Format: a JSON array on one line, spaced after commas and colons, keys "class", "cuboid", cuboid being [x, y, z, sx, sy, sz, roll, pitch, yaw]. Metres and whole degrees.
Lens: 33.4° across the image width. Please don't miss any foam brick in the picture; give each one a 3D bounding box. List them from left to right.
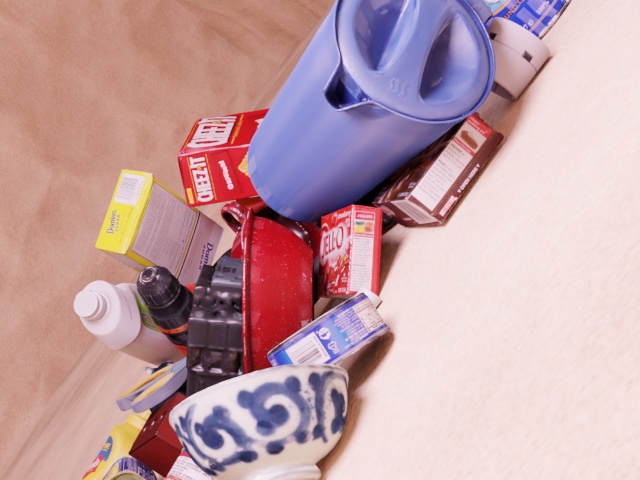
[{"class": "foam brick", "cuboid": [-0.144, 0.193, 1.046, 0.078, 0.051, 0.053, -40, 17, 50]}]

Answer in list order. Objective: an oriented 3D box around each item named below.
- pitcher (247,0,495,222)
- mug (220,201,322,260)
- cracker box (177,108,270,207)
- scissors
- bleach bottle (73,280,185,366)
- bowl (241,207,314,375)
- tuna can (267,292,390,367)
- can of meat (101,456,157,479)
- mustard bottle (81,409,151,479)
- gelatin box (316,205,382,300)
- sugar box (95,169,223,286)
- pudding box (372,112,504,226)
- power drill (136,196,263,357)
[{"class": "pitcher", "cuboid": [0.035, -0.110, 0.881, 0.243, 0.149, 0.145, 138, 139, -59]}, {"class": "mug", "cuboid": [-0.057, 0.001, 1.129, 0.093, 0.117, 0.082, -56, 6, -20]}, {"class": "cracker box", "cuboid": [-0.045, -0.110, 1.227, 0.214, 0.072, 0.164, -9, 19, 5]}, {"class": "scissors", "cuboid": [-0.123, 0.123, 1.100, 0.201, 0.016, 0.096, -31, 11, -2]}, {"class": "bleach bottle", "cuboid": [-0.214, 0.089, 1.234, 0.068, 0.102, 0.250, -34, -21, 7]}, {"class": "bowl", "cuboid": [-0.033, 0.053, 0.897, 0.162, 0.055, 0.162, 3, -93, -89]}, {"class": "tuna can", "cuboid": [0.005, 0.073, 0.760, 0.086, 0.034, 0.086, -33, -6, -4]}, {"class": "can of meat", "cuboid": [-0.202, 0.267, 1.046, 0.102, 0.057, 0.084, -53, 9, -5]}, {"class": "mustard bottle", "cuboid": [-0.236, 0.267, 1.184, 0.191, 0.058, 0.096, -57, 6, -21]}, {"class": "gelatin box", "cuboid": [0.023, 0.012, 0.893, 0.089, 0.030, 0.073, 165, 110, -73]}, {"class": "sugar box", "cuboid": [-0.176, -0.004, 1.193, 0.176, 0.048, 0.093, 46, -120, -63]}, {"class": "pudding box", "cuboid": [0.093, -0.057, 0.870, 0.090, 0.039, 0.114, -54, 11, -6]}, {"class": "power drill", "cuboid": [-0.117, 0.035, 1.201, 0.187, 0.057, 0.184, -51, -32, -19]}]
